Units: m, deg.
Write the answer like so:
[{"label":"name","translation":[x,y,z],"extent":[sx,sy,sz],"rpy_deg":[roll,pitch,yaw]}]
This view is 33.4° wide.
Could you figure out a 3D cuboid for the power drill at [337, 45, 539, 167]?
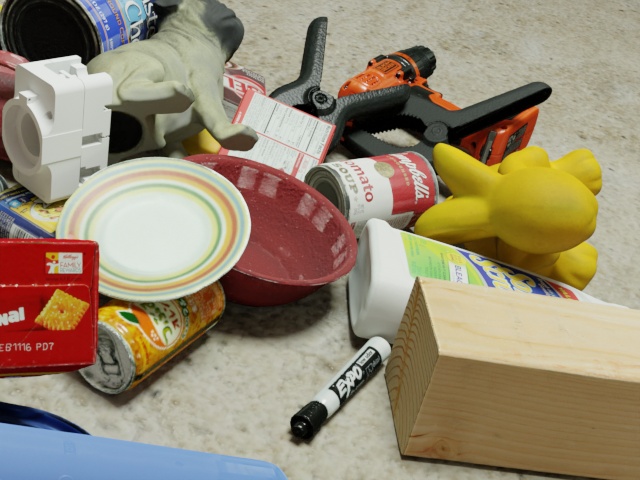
[{"label":"power drill","translation":[0.134,-0.147,1.146],"extent":[0.188,0.057,0.184],"rpy_deg":[26,36,21]}]

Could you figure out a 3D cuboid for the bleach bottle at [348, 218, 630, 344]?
[{"label":"bleach bottle","translation":[0.150,0.056,0.829],"extent":[0.250,0.068,0.102],"rpy_deg":[13,31,-9]}]

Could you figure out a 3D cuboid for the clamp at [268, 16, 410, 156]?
[{"label":"clamp","translation":[-0.007,-0.137,1.011],"extent":[0.171,0.039,0.120],"rpy_deg":[-39,77,-27]}]

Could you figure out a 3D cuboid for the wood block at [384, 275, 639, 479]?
[{"label":"wood block","translation":[0.159,0.098,0.736],"extent":[0.206,0.091,0.090],"rpy_deg":[9,31,-11]}]

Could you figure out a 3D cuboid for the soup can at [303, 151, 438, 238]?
[{"label":"soup can","translation":[0.042,-0.038,0.921],"extent":[0.102,0.069,0.069],"rpy_deg":[-10,40,-35]}]

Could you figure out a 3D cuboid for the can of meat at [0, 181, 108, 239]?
[{"label":"can of meat","translation":[-0.184,-0.007,0.781],"extent":[0.084,0.057,0.101],"rpy_deg":[28,33,24]}]

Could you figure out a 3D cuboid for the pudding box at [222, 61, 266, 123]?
[{"label":"pudding box","translation":[-0.108,-0.148,1.034],"extent":[0.113,0.039,0.090],"rpy_deg":[21,28,-18]}]

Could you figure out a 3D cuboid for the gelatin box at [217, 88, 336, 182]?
[{"label":"gelatin box","translation":[-0.040,-0.083,0.947],"extent":[0.089,0.030,0.073],"rpy_deg":[23,68,-5]}]

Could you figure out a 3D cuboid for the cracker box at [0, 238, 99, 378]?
[{"label":"cracker box","translation":[-0.237,0.037,0.561],"extent":[0.163,0.072,0.214],"rpy_deg":[0,-3,-38]}]

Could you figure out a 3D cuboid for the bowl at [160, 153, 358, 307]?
[{"label":"bowl","translation":[-0.055,0.001,0.815],"extent":[0.162,0.055,0.162],"rpy_deg":[19,31,-12]}]

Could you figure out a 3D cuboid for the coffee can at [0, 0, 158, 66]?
[{"label":"coffee can","translation":[-0.204,-0.198,0.955],"extent":[0.103,0.103,0.140],"rpy_deg":[22,34,11]}]

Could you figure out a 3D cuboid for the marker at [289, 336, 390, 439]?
[{"label":"marker","translation":[0.014,0.101,0.734],"extent":[0.020,0.020,0.120],"rpy_deg":[28,34,18]}]

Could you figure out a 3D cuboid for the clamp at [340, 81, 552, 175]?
[{"label":"clamp","translation":[0.121,-0.103,1.037],"extent":[0.210,0.036,0.164],"rpy_deg":[14,61,16]}]
